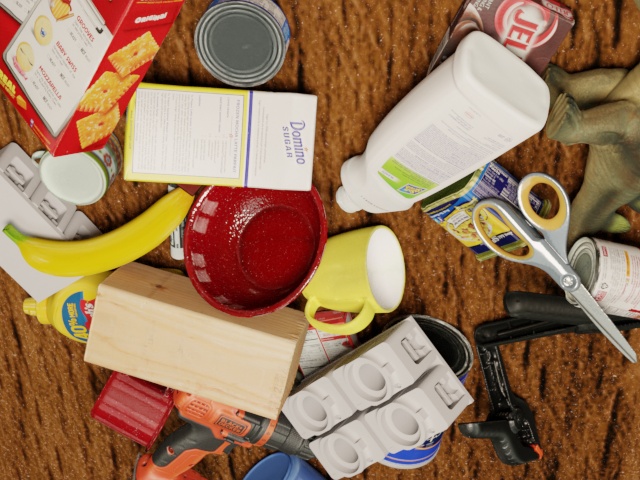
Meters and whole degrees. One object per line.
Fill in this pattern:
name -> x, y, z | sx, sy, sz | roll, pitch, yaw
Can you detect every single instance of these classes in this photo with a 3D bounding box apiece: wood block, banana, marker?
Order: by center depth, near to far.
banana -> -0.220, -0.002, 1.093 | 0.197, 0.037, 0.069 | -13, 117, -6
wood block -> -0.124, 0.100, 1.101 | 0.206, 0.090, 0.090 | 16, 108, 6
marker -> -0.151, -0.033, 1.128 | 0.020, 0.020, 0.121 | 6, 127, 5

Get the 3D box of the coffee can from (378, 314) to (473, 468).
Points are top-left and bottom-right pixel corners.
coffee can -> 0.100, 0.167, 1.176 | 0.103, 0.102, 0.140 | 14, 127, 0

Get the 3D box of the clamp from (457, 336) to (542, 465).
clamp -> 0.205, 0.188, 1.191 | 0.039, 0.120, 0.171 | 0, 151, 35

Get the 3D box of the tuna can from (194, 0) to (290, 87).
tuna can -> -0.072, -0.188, 0.992 | 0.086, 0.033, 0.086 | 5, 126, 7

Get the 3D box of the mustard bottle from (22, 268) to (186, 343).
mustard bottle -> -0.241, 0.075, 1.199 | 0.192, 0.058, 0.096 | 1, 130, 10

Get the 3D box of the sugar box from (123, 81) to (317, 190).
sugar box -> -0.095, -0.098, 1.007 | 0.176, 0.048, 0.093 | 3, 96, -13

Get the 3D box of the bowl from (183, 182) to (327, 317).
bowl -> -0.057, 0.001, 1.081 | 0.162, 0.162, 0.055 | -16, 162, 21

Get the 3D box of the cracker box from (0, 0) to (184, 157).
cracker box -> -0.216, -0.206, 0.940 | 0.164, 0.071, 0.214 | 50, 126, 17

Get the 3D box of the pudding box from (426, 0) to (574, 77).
pudding box -> 0.159, -0.176, 0.955 | 0.090, 0.039, 0.114 | 24, 128, -8

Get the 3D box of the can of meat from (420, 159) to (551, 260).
can of meat -> 0.157, -0.033, 1.032 | 0.084, 0.057, 0.102 | 37, 155, -14

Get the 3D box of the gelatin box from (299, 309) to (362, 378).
gelatin box -> 0.008, 0.120, 1.204 | 0.073, 0.030, 0.089 | -11, 123, 19

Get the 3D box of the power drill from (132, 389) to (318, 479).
power drill -> -0.111, 0.237, 1.194 | 0.184, 0.057, 0.188 | 28, 121, -19

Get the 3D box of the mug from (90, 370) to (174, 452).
mug -> -0.213, 0.182, 1.252 | 0.081, 0.093, 0.117 | 29, 131, -5

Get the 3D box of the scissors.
scissors -> 0.230, 0.016, 0.960 | 0.202, 0.016, 0.096 | 36, 111, 5

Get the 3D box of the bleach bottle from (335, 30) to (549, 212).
bleach bottle -> 0.090, -0.090, 0.987 | 0.102, 0.068, 0.251 | 32, 143, -20

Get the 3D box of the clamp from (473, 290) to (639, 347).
clamp -> 0.264, 0.079, 1.099 | 0.209, 0.036, 0.165 | -2, 164, -10
